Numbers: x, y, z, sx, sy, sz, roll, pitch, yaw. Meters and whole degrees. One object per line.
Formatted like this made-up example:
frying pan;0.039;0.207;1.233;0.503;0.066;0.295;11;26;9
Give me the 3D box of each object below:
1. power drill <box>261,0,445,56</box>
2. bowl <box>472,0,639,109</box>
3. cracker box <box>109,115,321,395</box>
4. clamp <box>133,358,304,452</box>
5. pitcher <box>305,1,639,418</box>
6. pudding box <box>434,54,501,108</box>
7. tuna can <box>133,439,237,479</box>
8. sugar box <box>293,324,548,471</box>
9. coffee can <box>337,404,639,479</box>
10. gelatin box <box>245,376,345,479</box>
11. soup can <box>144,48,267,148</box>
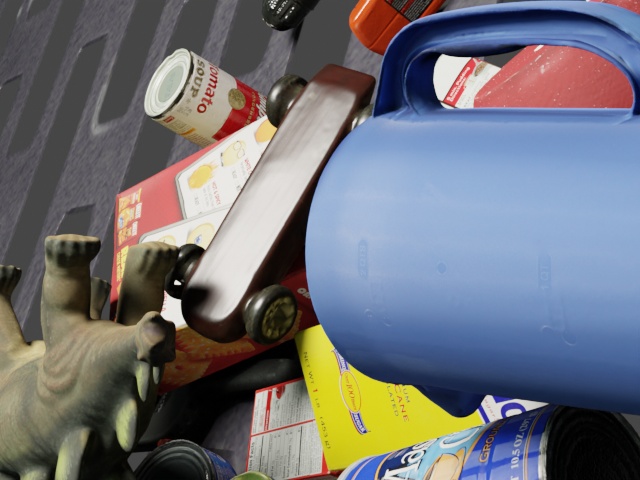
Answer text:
power drill;0.032;-0.224;0.883;0.185;0.057;0.188;-51;37;16
bowl;0.137;-0.086;0.588;0.162;0.055;0.162;-39;6;4
cracker box;-0.055;0.001;0.796;0.214;0.072;0.164;-25;47;22
clamp;-0.094;0.107;0.842;0.210;0.036;0.165;-48;37;14
pitcher;0.115;-0.003;0.418;0.243;0.149;0.145;3;62;49
pudding box;0.089;-0.083;0.734;0.090;0.039;0.114;-59;33;5
tuna can;-0.096;0.184;0.739;0.086;0.033;0.086;-21;52;29
sugar box;0.065;0.076;0.624;0.177;0.048;0.093;-24;79;45
coffee can;0.085;0.144;0.532;0.141;0.102;0.103;-27;48;40
gelatin box;-0.011;0.132;0.726;0.089;0.030;0.073;-23;52;43
soup can;-0.093;-0.115;0.931;0.069;0.102;0.068;-31;45;37
